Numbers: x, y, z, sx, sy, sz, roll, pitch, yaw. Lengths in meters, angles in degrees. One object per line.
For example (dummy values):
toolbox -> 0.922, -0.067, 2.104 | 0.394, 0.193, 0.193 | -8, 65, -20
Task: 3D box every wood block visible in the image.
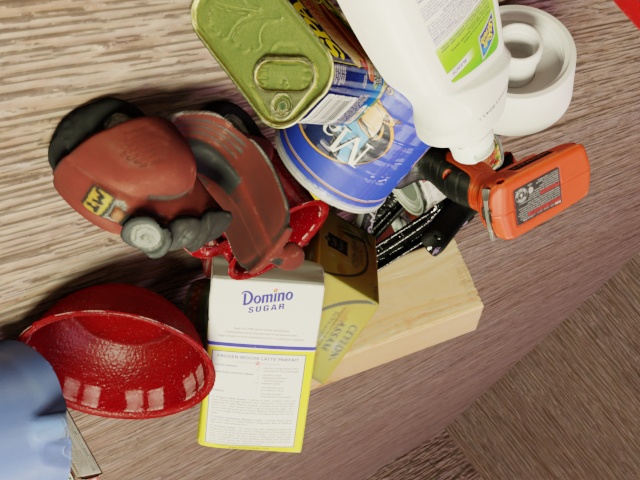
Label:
wood block -> 0.066, 0.082, 1.188 | 0.206, 0.090, 0.091 | -20, 160, -5

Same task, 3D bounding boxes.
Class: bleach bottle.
bleach bottle -> 0.057, -0.133, 0.617 | 0.102, 0.068, 0.250 | -46, 139, -18

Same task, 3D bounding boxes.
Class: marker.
marker -> 0.046, -0.026, 1.071 | 0.020, 0.020, 0.121 | -19, 135, -45

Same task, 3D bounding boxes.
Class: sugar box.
sugar box -> -0.052, 0.097, 0.902 | 0.093, 0.048, 0.176 | 5, 118, -7

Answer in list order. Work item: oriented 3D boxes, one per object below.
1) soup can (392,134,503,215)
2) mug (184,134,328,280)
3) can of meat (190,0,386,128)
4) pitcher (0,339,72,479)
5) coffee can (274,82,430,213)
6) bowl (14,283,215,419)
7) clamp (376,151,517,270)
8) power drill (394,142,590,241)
soup can -> 0.123, -0.078, 1.069 | 0.102, 0.068, 0.068 | -32, 162, -16
mug -> -0.063, -0.025, 0.815 | 0.117, 0.081, 0.093 | -27, 160, -32
can of meat -> -0.016, -0.116, 0.644 | 0.057, 0.102, 0.083 | -44, 164, 23
pitcher -> -0.309, 0.152, 0.739 | 0.242, 0.145, 0.149 | -6, 133, -53
coffee can -> 0.045, -0.103, 0.790 | 0.102, 0.103, 0.140 | -15, 152, -51
bowl -> -0.163, 0.083, 0.866 | 0.162, 0.055, 0.162 | 2, 141, 1
clamp -> 0.138, -0.030, 1.097 | 0.209, 0.036, 0.165 | -36, -173, -20
power drill -> 0.147, -0.075, 0.954 | 0.184, 0.188, 0.057 | -30, 122, -22
